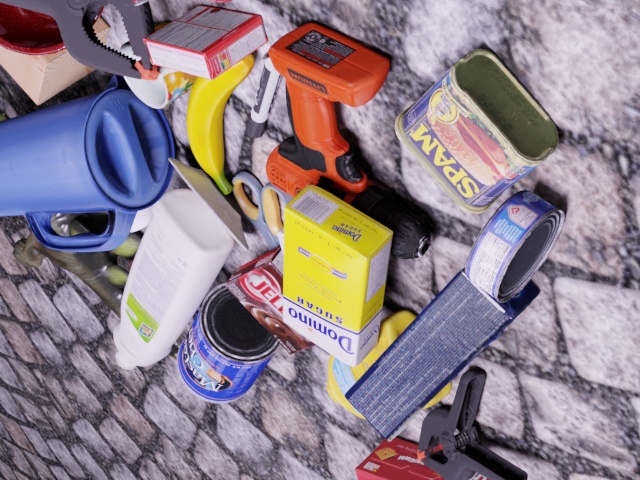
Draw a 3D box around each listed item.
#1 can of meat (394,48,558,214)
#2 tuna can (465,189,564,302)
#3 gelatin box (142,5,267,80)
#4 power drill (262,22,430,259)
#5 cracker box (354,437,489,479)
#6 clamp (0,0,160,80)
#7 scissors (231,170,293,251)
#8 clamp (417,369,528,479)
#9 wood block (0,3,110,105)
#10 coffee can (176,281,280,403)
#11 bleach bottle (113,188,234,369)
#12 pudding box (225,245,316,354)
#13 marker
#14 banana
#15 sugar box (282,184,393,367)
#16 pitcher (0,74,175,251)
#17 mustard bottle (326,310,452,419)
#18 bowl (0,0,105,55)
[{"bbox_3d":[0.119,-0.082,0.808,0.102,0.057,0.084,49,146,1],"label":"can of meat"},{"bbox_3d":[0.151,0.004,0.830,0.034,0.086,0.086,36,146,24],"label":"tuna can"},{"bbox_3d":[-0.105,-0.181,0.969,0.089,0.073,0.030,19,138,40],"label":"gelatin box"},{"bbox_3d":[0.021,-0.082,0.929,0.185,0.057,0.188,31,143,29],"label":"power drill"},{"bbox_3d":[0.148,0.334,1.194,0.164,0.072,0.213,9,129,45],"label":"cracker box"},{"bbox_3d":[-0.233,-0.228,1.017,0.165,0.036,0.210,-35,87,17],"label":"clamp"},{"bbox_3d":[-0.058,0.001,1.157,0.096,0.016,0.202,36,146,25],"label":"scissors"},{"bbox_3d":[0.141,0.193,1.078,0.172,0.039,0.120,-25,76,63],"label":"clamp"},{"bbox_3d":[-0.335,-0.264,1.158,0.206,0.090,0.091,48,149,3],"label":"wood block"},{"bbox_3d":[-0.107,0.122,1.261,0.103,0.102,0.140,45,148,8],"label":"coffee can"},{"bbox_3d":[-0.190,0.060,1.248,0.103,0.067,0.251,49,130,18],"label":"bleach bottle"},{"bbox_3d":[-0.035,0.065,1.149,0.113,0.039,0.090,46,142,-14],"label":"pudding box"},{"bbox_3d":[-0.052,-0.136,1.001,0.020,0.020,0.121,43,148,12],"label":"marker"},{"bbox_3d":[-0.101,-0.129,1.058,0.070,0.037,0.198,31,145,12],"label":"banana"},{"bbox_3d":[0.012,0.037,0.978,0.093,0.048,0.176,32,145,22],"label":"sugar box"},{"bbox_3d":[-0.292,-0.079,1.189,0.243,0.149,0.145,-5,129,36],"label":"pitcher"},{"bbox_3d":[0.057,0.140,1.115,0.096,0.058,0.192,59,149,2],"label":"mustard bottle"},{"bbox_3d":[-0.276,-0.267,1.069,0.162,0.055,0.162,2,100,12],"label":"bowl"}]
